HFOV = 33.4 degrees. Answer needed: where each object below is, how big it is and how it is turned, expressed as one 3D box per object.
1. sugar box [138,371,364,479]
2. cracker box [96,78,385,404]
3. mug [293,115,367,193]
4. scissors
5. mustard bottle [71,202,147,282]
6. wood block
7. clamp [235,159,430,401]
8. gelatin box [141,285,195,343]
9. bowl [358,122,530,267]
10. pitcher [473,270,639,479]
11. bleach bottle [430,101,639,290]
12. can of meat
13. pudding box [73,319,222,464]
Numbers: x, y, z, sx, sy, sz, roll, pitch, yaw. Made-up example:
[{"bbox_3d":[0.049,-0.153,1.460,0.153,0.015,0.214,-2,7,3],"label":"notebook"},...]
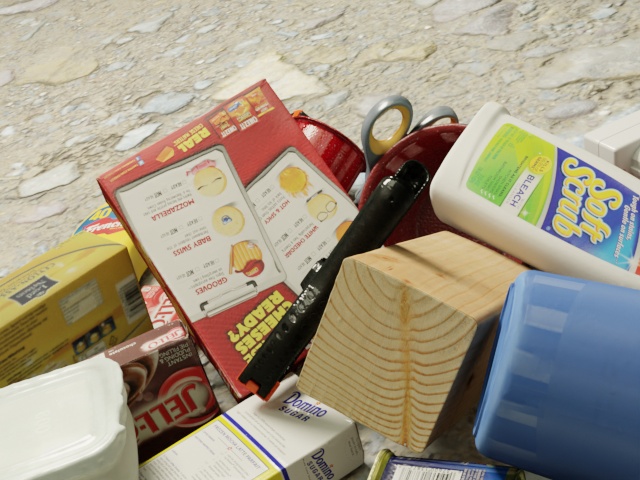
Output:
[{"bbox_3d":[-0.064,0.169,0.761,0.176,0.048,0.093,-27,31,-22],"label":"sugar box"},{"bbox_3d":[-0.056,0.001,0.870,0.164,0.214,0.072,-33,-12,-11],"label":"cracker box"},{"bbox_3d":[-0.020,-0.066,1.057,0.117,0.093,0.081,22,73,34],"label":"mug"},{"bbox_3d":[0.035,-0.053,0.939,0.202,0.096,0.016,-42,43,16],"label":"scissors"},{"bbox_3d":[-0.211,0.007,1.085,0.096,0.058,0.191,-5,32,18],"label":"mustard bottle"},{"bbox_3d":[0.077,0.058,0.714,0.090,0.091,0.205,26,14,19],"label":"wood block"},{"bbox_3d":[0.012,0.026,0.772,0.210,0.036,0.164,-54,-4,19],"label":"clamp"},{"bbox_3d":[-0.144,0.076,0.966,0.073,0.030,0.089,-1,35,25],"label":"gelatin box"},{"bbox_3d":[0.115,-0.016,0.907,0.162,0.162,0.055,-2,-7,24],"label":"bowl"},{"bbox_3d":[0.213,0.097,0.589,0.243,0.149,0.145,14,41,9],"label":"pitcher"},{"bbox_3d":[0.208,-0.011,0.772,0.251,0.068,0.102,27,73,30],"label":"bleach bottle"},{"bbox_3d":[0.078,0.174,0.626,0.084,0.102,0.057,1,36,24],"label":"can of meat"},{"bbox_3d":[-0.141,0.124,0.828,0.113,0.090,0.039,-23,28,-7],"label":"pudding box"}]
